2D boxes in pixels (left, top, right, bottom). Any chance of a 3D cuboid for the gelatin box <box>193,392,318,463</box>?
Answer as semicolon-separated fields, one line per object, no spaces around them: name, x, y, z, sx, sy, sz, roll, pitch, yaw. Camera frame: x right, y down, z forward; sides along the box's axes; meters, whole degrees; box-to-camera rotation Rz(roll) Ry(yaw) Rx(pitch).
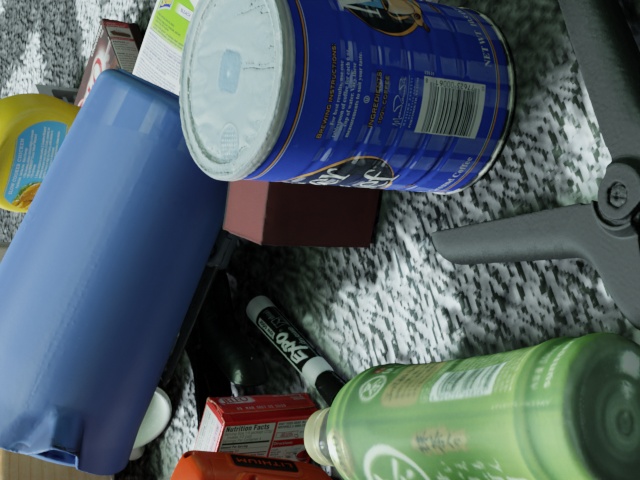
gelatin box;-0.045;0.141;0.681;0.030;0.073;0.089;42;123;50

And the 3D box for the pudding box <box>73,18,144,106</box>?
pudding box;-0.179;-0.120;0.926;0.114;0.039;0.090;-59;43;36

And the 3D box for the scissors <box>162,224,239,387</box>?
scissors;-0.055;0.001;0.708;0.096;0.016;0.201;-5;68;47

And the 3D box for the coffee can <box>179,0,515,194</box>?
coffee can;0.013;-0.078;0.544;0.103;0.140;0.103;-4;85;56

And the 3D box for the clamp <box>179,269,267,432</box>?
clamp;-0.079;0.079;0.762;0.171;0.039;0.120;-114;37;-48

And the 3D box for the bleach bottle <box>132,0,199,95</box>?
bleach bottle;-0.088;-0.132;0.772;0.103;0.067;0.251;39;117;41

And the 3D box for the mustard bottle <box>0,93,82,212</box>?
mustard bottle;-0.214;-0.067;0.839;0.058;0.191;0.096;53;131;43

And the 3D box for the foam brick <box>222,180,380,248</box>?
foam brick;-0.011;-0.026;0.635;0.053;0.078;0.051;19;105;57

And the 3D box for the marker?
marker;-0.013;0.072;0.684;0.121;0.020;0.020;42;122;48

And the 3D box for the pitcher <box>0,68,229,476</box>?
pitcher;-0.144;0.015;0.700;0.149;0.144;0.243;27;95;20
